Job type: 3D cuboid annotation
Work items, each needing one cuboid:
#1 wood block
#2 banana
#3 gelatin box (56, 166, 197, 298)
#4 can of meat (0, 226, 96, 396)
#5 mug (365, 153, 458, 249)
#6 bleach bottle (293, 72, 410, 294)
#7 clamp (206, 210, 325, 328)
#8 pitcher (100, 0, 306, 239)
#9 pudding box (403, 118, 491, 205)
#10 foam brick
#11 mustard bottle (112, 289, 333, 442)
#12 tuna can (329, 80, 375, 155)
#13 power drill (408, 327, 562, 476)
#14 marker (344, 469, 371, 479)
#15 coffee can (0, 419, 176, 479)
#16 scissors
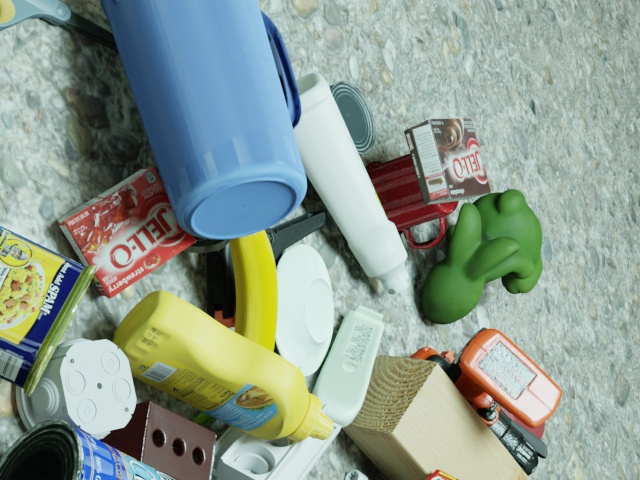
[{"bbox_3d":[0.120,0.220,1.105,0.206,0.090,0.090,51,61,-28],"label":"wood block"},{"bbox_3d":[-0.065,0.069,0.927,0.069,0.037,0.198,9,91,-57],"label":"banana"},{"bbox_3d":[-0.156,-0.007,0.866,0.089,0.030,0.073,-34,106,-21],"label":"gelatin box"},{"bbox_3d":[-0.217,0.045,0.745,0.084,0.058,0.102,27,48,-8],"label":"can of meat"},{"bbox_3d":[0.110,-0.048,1.236,0.093,0.082,0.117,-12,85,-55],"label":"mug"},{"bbox_3d":[0.030,-0.050,1.127,0.251,0.068,0.102,61,7,-17],"label":"bleach bottle"},{"bbox_3d":[-0.057,0.001,1.025,0.164,0.036,0.210,45,46,-42],"label":"clamp"},{"bbox_3d":[-0.086,-0.126,0.891,0.145,0.149,0.243,85,-12,-64],"label":"pitcher"},{"bbox_3d":[0.143,-0.089,1.190,0.113,0.039,0.090,-11,84,-55],"label":"pudding box"},{"bbox_3d":[-0.129,0.167,0.841,0.078,0.051,0.053,35,49,-41],"label":"foam brick"},{"bbox_3d":[-0.071,0.112,0.860,0.191,0.096,0.058,32,50,-18],"label":"mustard bottle"},{"bbox_3d":[0.024,-0.133,1.198,0.086,0.034,0.086,26,55,-46],"label":"tuna can"},{"bbox_3d":[0.180,0.171,1.119,0.184,0.188,0.057,41,68,4],"label":"power drill"},{"bbox_3d":[0.068,0.266,1.093,0.121,0.020,0.020,40,46,-37],"label":"marker"},{"bbox_3d":[-0.152,0.200,0.750,0.140,0.103,0.102,39,47,-38],"label":"coffee can"},{"bbox_3d":[-0.230,-0.180,0.888,0.201,0.016,0.096,40,48,-37],"label":"scissors"}]
